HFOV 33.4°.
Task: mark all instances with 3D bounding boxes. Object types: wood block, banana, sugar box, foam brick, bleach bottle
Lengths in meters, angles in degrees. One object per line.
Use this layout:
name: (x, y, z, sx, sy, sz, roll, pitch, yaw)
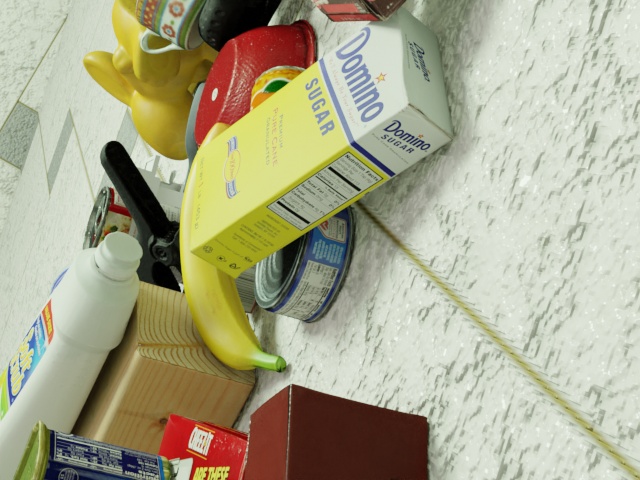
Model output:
wood block: (-0.133, 0.147, 0.816, 0.206, 0.090, 0.090, -61, 23, 27)
banana: (-0.070, 0.013, 0.767, 0.070, 0.037, 0.198, -23, 67, 20)
sugar box: (-0.005, -0.058, 0.646, 0.176, 0.048, 0.093, -35, 40, 31)
foam brick: (0.007, 0.109, 0.519, 0.051, 0.078, 0.053, -41, 38, 51)
bleach bottle: (-0.194, 0.085, 0.804, 0.251, 0.068, 0.102, -56, 26, 33)

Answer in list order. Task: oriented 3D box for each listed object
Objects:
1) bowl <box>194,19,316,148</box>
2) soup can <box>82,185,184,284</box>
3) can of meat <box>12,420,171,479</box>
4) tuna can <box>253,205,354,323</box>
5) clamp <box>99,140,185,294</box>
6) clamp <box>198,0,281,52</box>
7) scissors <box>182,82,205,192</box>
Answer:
bowl: (-0.063, -0.115, 0.889, 0.162, 0.055, 0.162, -51, 30, 45)
soup can: (-0.156, -0.003, 0.967, 0.069, 0.102, 0.068, -50, 31, 45)
can of meat: (-0.146, 0.169, 0.647, 0.102, 0.083, 0.057, -65, 21, 18)
tuna can: (-0.012, 0.009, 0.700, 0.086, 0.033, 0.086, -50, 31, 45)
clamp: (-0.133, -0.006, 0.896, 0.039, 0.120, 0.172, -39, -31, -46)
clamp: (-0.066, -0.211, 0.875, 0.164, 0.036, 0.210, -41, -12, -32)
scissors: (-0.112, -0.068, 1.016, 0.096, 0.016, 0.202, -57, -15, -49)
